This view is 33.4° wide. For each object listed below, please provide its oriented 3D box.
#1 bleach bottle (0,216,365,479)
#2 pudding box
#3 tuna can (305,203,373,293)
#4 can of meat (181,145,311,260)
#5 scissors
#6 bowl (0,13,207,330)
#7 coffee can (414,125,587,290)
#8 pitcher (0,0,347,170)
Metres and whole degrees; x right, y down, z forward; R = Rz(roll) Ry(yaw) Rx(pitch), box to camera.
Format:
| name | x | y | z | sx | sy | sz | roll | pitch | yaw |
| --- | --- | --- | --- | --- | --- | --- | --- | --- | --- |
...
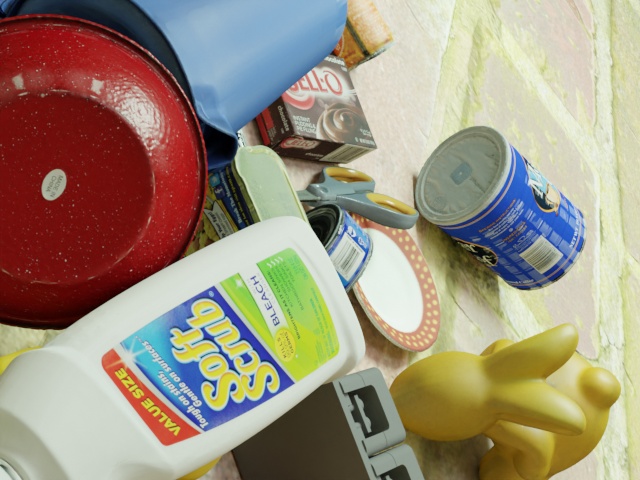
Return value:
| name | x | y | z | sx | sy | sz | roll | pitch | yaw |
| --- | --- | --- | --- | --- | --- | --- | --- | --- | --- |
| bleach bottle | -0.071 | 0.071 | 0.504 | 0.250 | 0.068 | 0.102 | -34 | 103 | -55 |
| pudding box | -0.011 | -0.111 | 0.868 | 0.113 | 0.039 | 0.090 | 5 | 62 | -54 |
| tuna can | -0.007 | 0.015 | 0.731 | 0.033 | 0.086 | 0.086 | 46 | 35 | -22 |
| can of meat | -0.054 | 0.001 | 0.675 | 0.057 | 0.084 | 0.102 | -10 | 75 | -57 |
| scissors | 0.017 | -0.026 | 0.806 | 0.096 | 0.016 | 0.201 | 28 | 18 | 11 |
| bowl | -0.129 | -0.028 | 0.518 | 0.162 | 0.162 | 0.055 | 50 | -6 | -19 |
| coffee can | 0.171 | -0.029 | 1.008 | 0.140 | 0.103 | 0.103 | 36 | 40 | -36 |
| pitcher | -0.086 | -0.131 | 0.678 | 0.149 | 0.145 | 0.242 | 63 | 34 | -13 |
